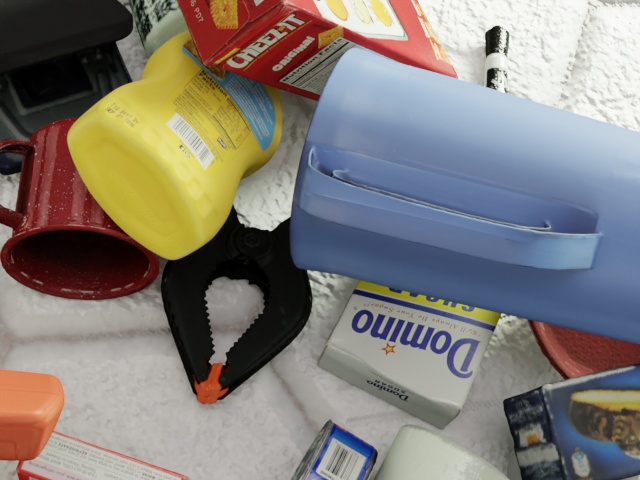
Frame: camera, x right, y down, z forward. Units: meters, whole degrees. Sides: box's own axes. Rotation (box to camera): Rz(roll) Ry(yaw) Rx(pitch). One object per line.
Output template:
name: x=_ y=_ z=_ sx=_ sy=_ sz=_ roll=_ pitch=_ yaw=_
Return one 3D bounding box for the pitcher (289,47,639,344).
pitcher: x=0.109 y=-0.015 z=0.592 sx=0.243 sy=0.145 sz=0.149 roll=15 pitch=59 yaw=13

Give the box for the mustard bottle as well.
mustard bottle: x=-0.071 y=-0.076 z=0.649 sx=0.096 sy=0.058 sz=0.191 roll=49 pitch=36 yaw=-14

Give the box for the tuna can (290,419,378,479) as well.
tuna can: x=-0.002 y=0.146 z=0.599 sx=0.034 sy=0.086 sz=0.086 roll=30 pitch=64 yaw=3

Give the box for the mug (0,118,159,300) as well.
mug: x=-0.152 y=-0.023 z=0.642 sx=0.117 sy=0.093 sz=0.081 roll=20 pitch=54 yaw=-33

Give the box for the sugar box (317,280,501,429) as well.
sugar box: x=0.077 y=0.022 z=0.692 sx=0.093 sy=0.048 sz=0.176 roll=26 pitch=62 yaw=3

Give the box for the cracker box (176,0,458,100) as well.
cracker box: x=-0.016 y=-0.171 z=0.686 sx=0.213 sy=0.072 sz=0.164 roll=7 pitch=55 yaw=-56

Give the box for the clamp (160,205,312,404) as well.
clamp: x=-0.054 y=0.001 z=0.682 sx=0.164 sy=0.036 sz=0.210 roll=21 pitch=60 yaw=1

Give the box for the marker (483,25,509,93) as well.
marker: x=0.127 y=-0.105 z=0.775 sx=0.020 sy=0.020 sz=0.121 roll=9 pitch=64 yaw=-6

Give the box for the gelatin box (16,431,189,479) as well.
gelatin box: x=-0.119 y=0.137 z=0.587 sx=0.089 sy=0.073 sz=0.030 roll=19 pitch=62 yaw=-1
